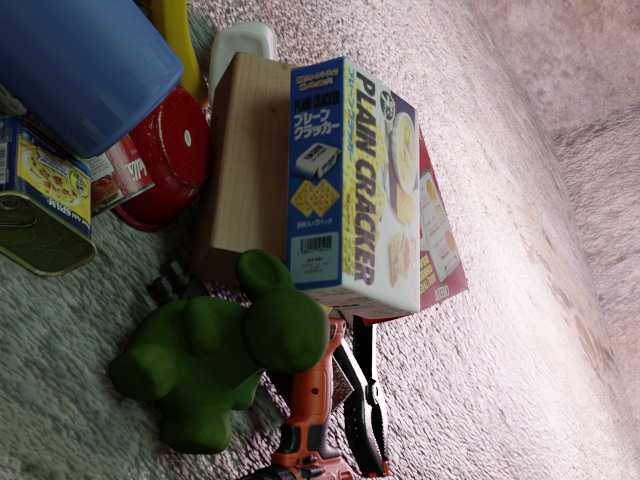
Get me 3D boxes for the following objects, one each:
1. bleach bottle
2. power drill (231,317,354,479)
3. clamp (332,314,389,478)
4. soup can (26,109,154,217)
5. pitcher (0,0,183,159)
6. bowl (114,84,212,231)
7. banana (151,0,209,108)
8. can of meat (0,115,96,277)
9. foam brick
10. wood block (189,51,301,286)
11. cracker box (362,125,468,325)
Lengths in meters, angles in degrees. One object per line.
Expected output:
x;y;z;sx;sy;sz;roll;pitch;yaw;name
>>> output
-0.083;-0.206;1.262;0.251;0.068;0.102;-83;178;-77;bleach bottle
-0.030;0.162;0.982;0.184;0.057;0.187;9;82;-59;power drill
0.048;0.163;1.198;0.164;0.036;0.210;-47;127;-64;clamp
-0.192;-0.076;0.890;0.102;0.069;0.068;63;21;-8;soup can
-0.211;-0.188;0.790;0.242;0.149;0.145;48;14;-15;pitcher
-0.146;-0.091;0.989;0.162;0.055;0.162;35;50;-58;bowl
-0.146;-0.230;1.128;0.037;0.069;0.198;36;-49;49;banana
-0.217;-0.035;0.804;0.102;0.057;0.084;42;30;-47;can of meat
-0.013;0.140;1.092;0.051;0.053;0.078;-42;112;-32;foam brick
-0.064;-0.066;1.042;0.090;0.091;0.206;12;68;-17;wood block
0.078;-0.026;1.193;0.163;0.072;0.214;-15;88;-60;cracker box
